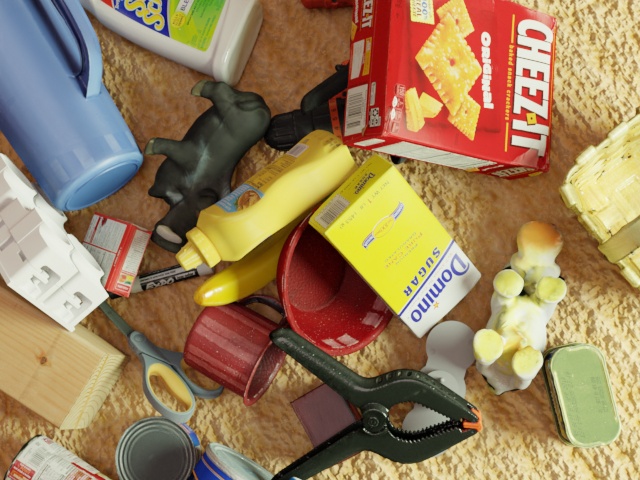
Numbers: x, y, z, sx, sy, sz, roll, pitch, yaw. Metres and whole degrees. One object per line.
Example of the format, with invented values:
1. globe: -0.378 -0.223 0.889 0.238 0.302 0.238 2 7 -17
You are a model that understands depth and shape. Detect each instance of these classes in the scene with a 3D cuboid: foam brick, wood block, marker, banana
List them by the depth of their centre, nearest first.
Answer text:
1. foam brick: 0.013 0.185 1.078 0.051 0.053 0.078 -30 79 3
2. banana: -0.052 0.010 1.088 0.037 0.069 0.197 35 67 30
3. wood block: -0.318 0.105 1.116 0.206 0.090 0.091 31 87 11
4. marker: -0.173 0.041 1.138 0.121 0.020 0.020 -15 81 6

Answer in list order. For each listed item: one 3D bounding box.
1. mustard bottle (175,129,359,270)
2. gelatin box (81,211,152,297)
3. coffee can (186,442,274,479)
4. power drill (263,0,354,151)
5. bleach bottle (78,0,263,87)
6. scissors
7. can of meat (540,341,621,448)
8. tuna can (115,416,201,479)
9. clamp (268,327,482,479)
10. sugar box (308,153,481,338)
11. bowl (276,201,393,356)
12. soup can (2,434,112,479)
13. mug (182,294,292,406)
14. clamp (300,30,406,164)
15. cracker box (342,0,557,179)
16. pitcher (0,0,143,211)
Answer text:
1. mustard bottle: -0.058 -0.033 1.039 0.191 0.096 0.058 -36 111 -11
2. gelatin box: -0.220 0.014 1.120 0.089 0.030 0.073 15 84 51
3. coffee can: -0.106 0.287 1.057 0.103 0.102 0.140 33 89 10
4. power drill: 0.021 -0.190 1.121 0.184 0.057 0.187 -9 85 3
5. bleach bottle: -0.193 -0.253 1.156 0.251 0.068 0.102 20 84 12
6. scissors: -0.172 0.109 1.124 0.202 0.096 0.016 54 135 34
7. can of meat: 0.252 0.149 1.032 0.057 0.084 0.102 -14 81 6
8. tuna can: -0.167 0.225 1.108 0.086 0.033 0.086 -1 83 8
9. clamp: 0.046 0.175 1.016 0.210 0.036 0.164 9 106 5
10. sugar box: 0.076 0.009 1.038 0.093 0.048 0.176 -45 122 -1
11. bowl: 0.010 0.032 1.069 0.055 0.161 0.162 11 83 50
12. soup can: -0.267 0.254 1.101 0.102 0.068 0.068 30 88 11
13. mug: -0.079 0.100 1.090 0.081 0.093 0.117 27 58 15
14. clamp: 0.065 -0.162 1.058 0.120 0.039 0.171 37 73 -20
15. cracker box: 0.130 -0.158 1.033 0.213 0.072 0.164 9 83 -32
16. pitcher: -0.286 -0.161 1.121 0.145 0.149 0.243 -33 83 -9
